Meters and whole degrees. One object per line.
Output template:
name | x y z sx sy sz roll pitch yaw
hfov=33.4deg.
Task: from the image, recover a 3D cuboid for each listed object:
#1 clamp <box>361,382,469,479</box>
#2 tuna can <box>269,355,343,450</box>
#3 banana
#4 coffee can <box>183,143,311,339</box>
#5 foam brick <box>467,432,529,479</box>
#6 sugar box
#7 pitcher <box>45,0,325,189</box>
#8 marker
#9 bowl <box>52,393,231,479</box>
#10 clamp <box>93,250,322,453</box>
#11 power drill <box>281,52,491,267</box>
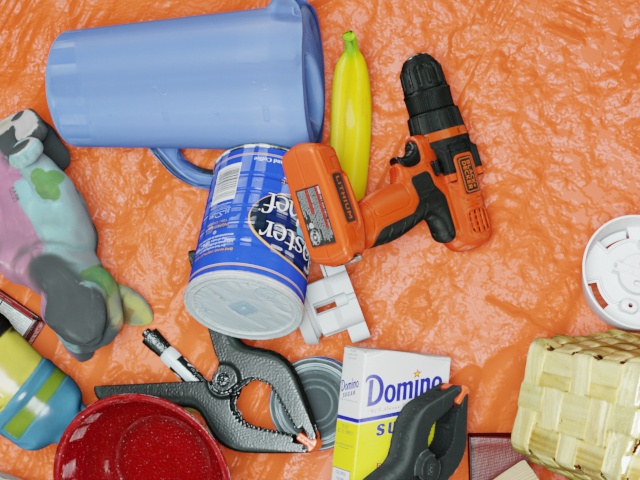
clamp | 0.073 0.190 0.893 0.039 0.120 0.171 2 63 42
tuna can | -0.004 0.148 0.974 0.086 0.033 0.086 -1 84 6
banana | 0.022 -0.088 0.978 0.037 0.069 0.198 3 92 22
coffee can | -0.056 0.001 0.932 0.103 0.103 0.140 4 56 6
foam brick | 0.157 0.209 0.942 0.051 0.053 0.078 -2 85 6
sugar box | 0.060 0.184 0.939 0.093 0.048 0.176 8 87 -28
pitcher | -0.117 -0.133 0.974 0.243 0.145 0.149 -2 70 10
marker | -0.122 0.126 0.996 0.121 0.020 0.020 43 90 8
bowl | -0.146 0.203 0.924 0.162 0.055 0.162 2 100 13
clamp | -0.082 0.115 0.957 0.210 0.036 0.164 27 86 16
power drill | 0.060 -0.064 0.927 0.187 0.057 0.184 -17 90 -35
